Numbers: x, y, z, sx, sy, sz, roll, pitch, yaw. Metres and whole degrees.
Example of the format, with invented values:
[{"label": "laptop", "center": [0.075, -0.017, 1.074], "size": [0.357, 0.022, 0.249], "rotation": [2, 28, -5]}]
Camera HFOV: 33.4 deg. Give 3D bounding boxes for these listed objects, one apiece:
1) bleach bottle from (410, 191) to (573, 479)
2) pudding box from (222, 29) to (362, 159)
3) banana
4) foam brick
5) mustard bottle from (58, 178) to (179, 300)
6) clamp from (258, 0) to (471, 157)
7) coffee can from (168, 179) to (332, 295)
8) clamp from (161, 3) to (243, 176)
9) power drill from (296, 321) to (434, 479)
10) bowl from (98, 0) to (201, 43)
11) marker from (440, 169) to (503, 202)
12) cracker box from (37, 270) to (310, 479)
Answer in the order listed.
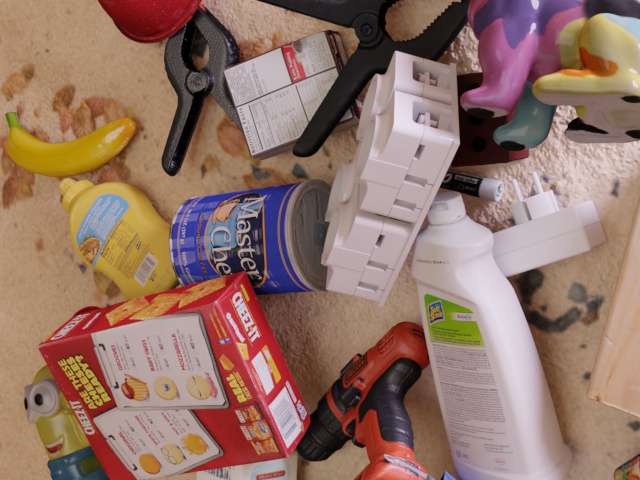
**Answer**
[{"label": "bleach bottle", "center": [0.135, 0.082, 0.885], "size": [0.103, 0.067, 0.251], "rotation": [0, 111, 42]}, {"label": "pudding box", "center": [-0.025, -0.134, 0.988], "size": [0.114, 0.039, 0.090], "rotation": [-19, 88, 20]}, {"label": "banana", "center": [-0.281, -0.103, 1.167], "size": [0.198, 0.037, 0.069], "rotation": [7, 102, 31]}, {"label": "foam brick", "center": [0.140, -0.103, 0.895], "size": [0.053, 0.051, 0.078], "rotation": [-3, 96, 32]}, {"label": "mustard bottle", "center": [-0.209, -0.005, 1.123], "size": [0.192, 0.058, 0.096], "rotation": [39, 107, 21]}, {"label": "clamp", "center": [0.035, -0.188, 0.927], "size": [0.210, 0.036, 0.164], "rotation": [-26, 88, 17]}, {"label": "coffee can", "center": [-0.057, 0.001, 1.004], "size": [0.141, 0.102, 0.103], "rotation": [-6, 94, 33]}, {"label": "clamp", "center": [-0.121, -0.147, 1.055], "size": [0.120, 0.039, 0.171], "rotation": [-18, 84, 14]}, {"label": "power drill", "center": [0.035, 0.182, 0.937], "size": [0.057, 0.187, 0.185], "rotation": [29, 120, -18]}, {"label": "bowl", "center": [-0.178, -0.278, 1.044], "size": [0.162, 0.055, 0.162], "rotation": [-5, 83, 39]}, {"label": "marker", "center": [0.103, -0.056, 0.945], "size": [0.121, 0.020, 0.020], "rotation": [16, 106, 29]}, {"label": "cracker box", "center": [-0.136, 0.133, 1.004], "size": [0.214, 0.072, 0.164], "rotation": [-15, 108, 29]}]
